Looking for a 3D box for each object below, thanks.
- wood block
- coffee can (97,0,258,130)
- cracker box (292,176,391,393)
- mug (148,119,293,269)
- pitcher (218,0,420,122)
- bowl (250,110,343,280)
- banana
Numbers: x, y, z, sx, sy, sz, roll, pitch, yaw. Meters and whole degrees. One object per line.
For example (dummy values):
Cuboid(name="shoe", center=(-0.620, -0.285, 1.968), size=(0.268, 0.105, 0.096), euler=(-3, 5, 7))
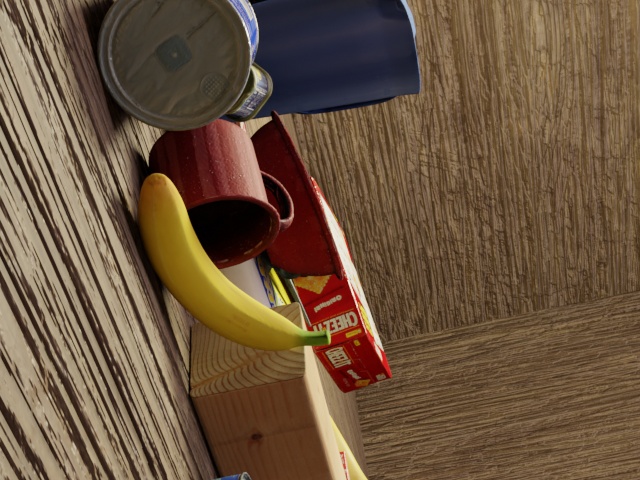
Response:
Cuboid(name="wood block", center=(-0.036, 0.164, 0.874), size=(0.090, 0.091, 0.206), euler=(-98, 175, -55))
Cuboid(name="coffee can", center=(-0.098, -0.143, 0.774), size=(0.140, 0.103, 0.103), euler=(-93, 171, -74))
Cuboid(name="cracker box", center=(0.009, 0.056, 1.274), size=(0.164, 0.072, 0.214), euler=(60, 11, -61))
Cuboid(name="mug", center=(-0.073, -0.035, 0.802), size=(0.093, 0.117, 0.081), euler=(-52, -137, 43))
Cuboid(name="pitcher", center=(-0.021, -0.188, 1.110), size=(0.145, 0.243, 0.149), euler=(-93, 171, -72))
Cuboid(name="bowl", center=(-0.035, -0.030, 0.941), size=(0.162, 0.055, 0.162), euler=(158, -90, -85))
Cuboid(name="banana", center=(-0.075, 0.027, 0.761), size=(0.197, 0.070, 0.037), euler=(44, 22, -35))
